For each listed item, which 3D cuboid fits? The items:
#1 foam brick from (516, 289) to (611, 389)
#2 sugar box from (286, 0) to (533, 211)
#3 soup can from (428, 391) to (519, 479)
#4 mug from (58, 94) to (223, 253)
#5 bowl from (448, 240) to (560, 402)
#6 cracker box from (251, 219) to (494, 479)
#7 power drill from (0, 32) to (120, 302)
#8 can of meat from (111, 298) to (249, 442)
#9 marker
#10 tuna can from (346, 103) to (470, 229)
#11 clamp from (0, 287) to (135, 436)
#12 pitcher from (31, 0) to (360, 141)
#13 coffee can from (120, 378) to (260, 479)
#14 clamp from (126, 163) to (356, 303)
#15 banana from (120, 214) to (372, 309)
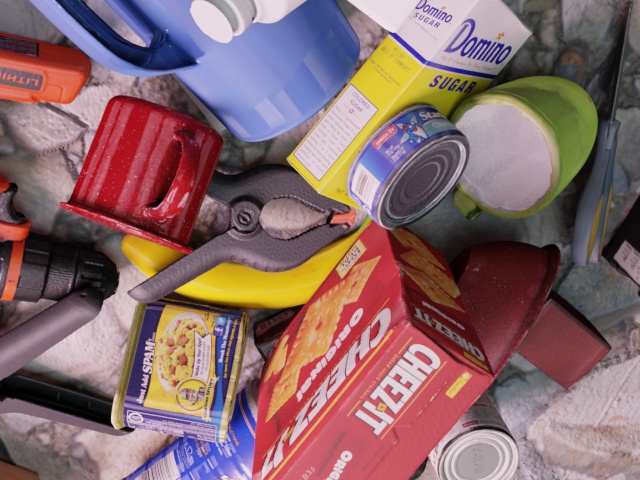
[{"bbox_3d":[0.186,0.073,0.871,0.078,0.053,0.051,37,103,-22],"label":"foam brick"},{"bbox_3d":[0.065,-0.102,0.749,0.176,0.048,0.093,-48,152,15],"label":"sugar box"},{"bbox_3d":[0.114,0.151,0.866,0.068,0.102,0.068,-4,116,-9],"label":"soup can"},{"bbox_3d":[-0.109,-0.044,0.697,0.093,0.117,0.081,22,84,-26],"label":"mug"},{"bbox_3d":[0.111,0.056,0.802,0.055,0.162,0.162,33,106,-3],"label":"bowl"},{"bbox_3d":[0.024,0.088,0.714,0.072,0.213,0.164,34,105,-11],"label":"cracker box"},{"bbox_3d":[-0.215,-0.044,0.739,0.184,0.057,0.188,10,111,-21],"label":"power drill"},{"bbox_3d":[-0.102,0.095,0.794,0.084,0.057,0.102,10,68,-1],"label":"can of meat"},{"bbox_3d":[-0.102,-0.126,0.743,0.020,0.020,0.121,-36,116,7],"label":"marker"},{"bbox_3d":[0.061,-0.049,0.730,0.086,0.034,0.086,-32,150,-21],"label":"tuna can"},{"bbox_3d":[-0.244,0.109,0.807,0.210,0.036,0.164,-10,135,3],"label":"clamp"},{"bbox_3d":[-0.087,-0.172,0.661,0.149,0.145,0.242,-36,119,8],"label":"pitcher"},{"bbox_3d":[-0.076,0.192,0.849,0.140,0.103,0.102,-37,116,8],"label":"coffee can"},{"bbox_3d":[-0.062,-0.007,0.774,0.171,0.039,0.120,9,96,-6],"label":"clamp"},{"bbox_3d":[-0.050,0.019,0.814,0.197,0.037,0.069,-6,94,-10],"label":"banana"}]
